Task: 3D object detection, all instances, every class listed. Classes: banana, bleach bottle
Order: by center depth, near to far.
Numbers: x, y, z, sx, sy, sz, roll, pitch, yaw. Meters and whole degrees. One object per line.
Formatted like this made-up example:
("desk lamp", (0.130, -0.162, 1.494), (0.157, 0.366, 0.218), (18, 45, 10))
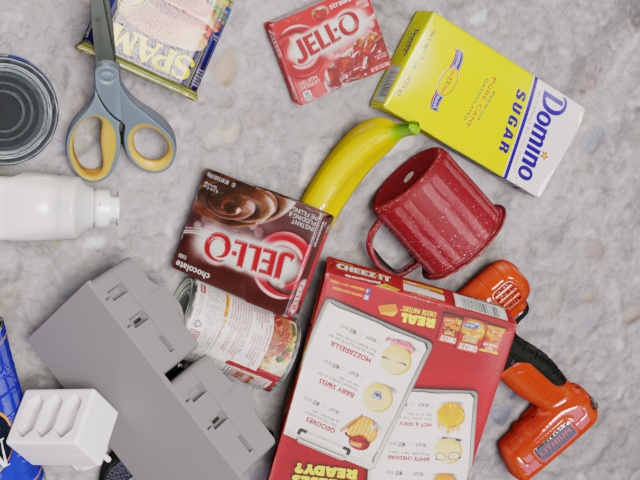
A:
("bleach bottle", (-0.278, -0.027, 0.802), (0.250, 0.103, 0.068), (1, 97, -16))
("banana", (0.008, -0.032, 0.903), (0.037, 0.070, 0.198), (30, 103, -20))

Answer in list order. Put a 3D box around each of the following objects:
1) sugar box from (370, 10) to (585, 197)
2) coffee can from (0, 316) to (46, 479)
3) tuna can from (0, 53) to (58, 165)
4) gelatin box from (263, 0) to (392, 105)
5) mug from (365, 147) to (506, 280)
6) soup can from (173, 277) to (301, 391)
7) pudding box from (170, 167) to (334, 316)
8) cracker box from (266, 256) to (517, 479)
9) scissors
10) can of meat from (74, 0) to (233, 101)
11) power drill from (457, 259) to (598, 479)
("sugar box", (0.140, -0.117, 0.934), (0.176, 0.048, 0.093), (27, 94, -19))
("coffee can", (-0.283, 0.140, 0.838), (0.102, 0.103, 0.140), (-14, 105, -13))
("tuna can", (-0.247, -0.102, 0.831), (0.086, 0.034, 0.086), (-3, 103, -16))
("gelatin box", (0.007, -0.164, 0.893), (0.089, 0.030, 0.073), (-24, 107, -10))
("mug", (0.090, -0.018, 0.922), (0.117, 0.093, 0.081), (-41, 105, 9))
("soup can", (-0.077, 0.080, 0.903), (0.102, 0.068, 0.068), (23, 95, -19))
("pudding box", (-0.056, 0.001, 0.878), (0.114, 0.039, 0.090), (22, 95, 20))
("cracker box", (0.055, 0.138, 0.911), (0.164, 0.072, 0.214), (15, 103, -1))
("scissors", (-0.143, -0.119, 0.810), (0.096, 0.016, 0.202), (10, 133, -16))
("can of meat", (-0.129, -0.168, 0.840), (0.102, 0.057, 0.084), (23, 93, -19))
("power drill", (0.153, 0.135, 0.987), (0.184, 0.057, 0.187), (-41, 111, 4))
